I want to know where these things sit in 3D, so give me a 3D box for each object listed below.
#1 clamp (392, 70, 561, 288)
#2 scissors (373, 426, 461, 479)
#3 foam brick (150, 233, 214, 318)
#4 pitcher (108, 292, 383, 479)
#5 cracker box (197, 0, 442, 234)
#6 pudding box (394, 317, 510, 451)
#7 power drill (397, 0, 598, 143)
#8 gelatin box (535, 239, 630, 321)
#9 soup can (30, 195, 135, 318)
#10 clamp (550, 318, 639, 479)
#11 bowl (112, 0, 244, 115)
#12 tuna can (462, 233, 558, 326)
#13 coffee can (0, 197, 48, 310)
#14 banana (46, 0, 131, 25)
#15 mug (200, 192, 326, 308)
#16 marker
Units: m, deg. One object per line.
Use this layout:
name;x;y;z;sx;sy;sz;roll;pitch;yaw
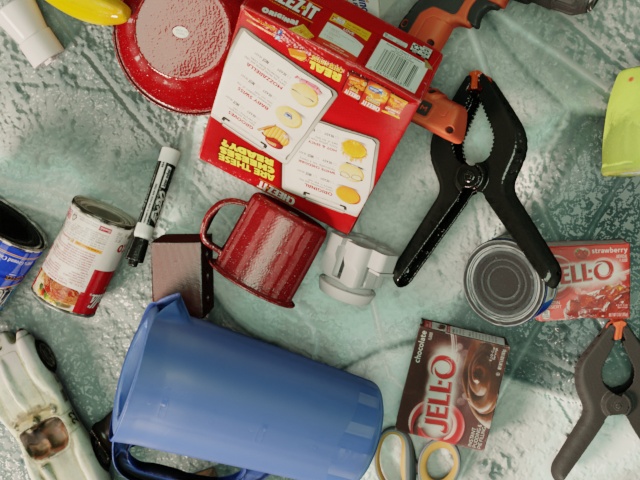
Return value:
clamp;0.153;-0.051;0.984;0.165;0.036;0.210;7;87;32
scissors;0.107;0.281;1.080;0.096;0.016;0.202;-12;98;7
foam brick;-0.135;0.035;1.045;0.051;0.053;0.078;0;100;5
pitcher;-0.073;0.163;1.005;0.242;0.149;0.145;18;57;-13
cracker box;-0.007;-0.118;0.938;0.164;0.214;0.072;28;57;1
pudding box;0.128;0.141;1.043;0.090;0.039;0.113;13;100;4
power drill;0.133;-0.186;0.960;0.185;0.057;0.188;27;95;20
gelatin box;0.249;0.038;1.020;0.089;0.030;0.073;-2;99;5
soup can;-0.232;0.015;1.044;0.068;0.068;0.102;27;100;1
clamp;0.276;0.162;1.034;0.120;0.039;0.171;-9;92;2
bowl;-0.124;-0.197;1.006;0.162;0.055;0.162;1;99;6
tuna can;0.178;0.038;1.007;0.086;0.033;0.086;7;102;32
coffee can;-0.348;0.032;1.039;0.103;0.102;0.140;37;100;-1
banana;-0.259;-0.257;1.004;0.198;0.070;0.037;41;68;2
mug;-0.057;0.001;1.013;0.117;0.093;0.081;28;96;-9
marker;-0.163;-0.032;1.034;0.020;0.020;0.121;17;81;2
